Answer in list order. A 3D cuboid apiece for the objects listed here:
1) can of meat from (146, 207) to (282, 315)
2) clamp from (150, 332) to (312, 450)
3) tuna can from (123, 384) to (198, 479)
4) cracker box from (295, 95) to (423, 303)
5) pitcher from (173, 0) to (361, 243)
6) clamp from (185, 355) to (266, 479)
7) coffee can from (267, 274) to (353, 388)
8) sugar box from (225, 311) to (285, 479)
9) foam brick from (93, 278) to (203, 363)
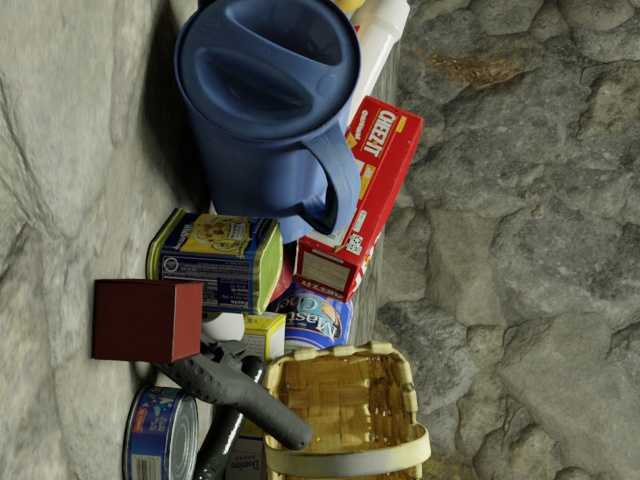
[{"bbox_3d":[-0.078,0.016,0.819,0.102,0.084,0.057,-70,162,-66],"label":"can of meat"},{"bbox_3d":[-0.083,0.095,0.820,0.039,0.120,0.171,-49,133,-1],"label":"clamp"},{"bbox_3d":[-0.115,0.150,0.783,0.086,0.034,0.086,4,90,-83],"label":"tuna can"},{"bbox_3d":[0.037,-0.034,1.115,0.214,0.072,0.164,97,17,-77],"label":"cracker box"},{"bbox_3d":[-0.035,-0.078,0.854,0.243,0.145,0.149,94,5,-68],"label":"pitcher"},{"bbox_3d":[-0.095,0.194,0.872,0.209,0.036,0.165,-55,163,-71],"label":"clamp"},{"bbox_3d":[-0.020,0.118,1.234,0.140,0.103,0.103,-76,166,-57],"label":"coffee can"},{"bbox_3d":[-0.068,0.168,1.114,0.093,0.048,0.176,-33,130,-78],"label":"sugar box"},{"bbox_3d":[-0.111,0.052,0.701,0.078,0.053,0.051,14,80,-82],"label":"foam brick"}]
